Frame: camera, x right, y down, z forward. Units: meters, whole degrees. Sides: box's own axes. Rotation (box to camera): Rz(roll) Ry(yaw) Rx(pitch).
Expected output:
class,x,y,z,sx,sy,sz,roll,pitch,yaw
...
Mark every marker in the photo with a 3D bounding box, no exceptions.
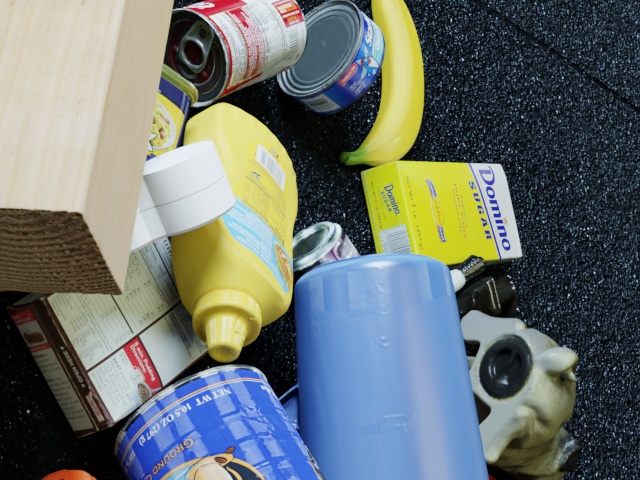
class,x,y,z,sx,sy,sz,roll,pitch,yaw
marker,0.092,0.046,0.880,0.121,0.020,0.020,-33,104,-25

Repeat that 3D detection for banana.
class,x,y,z,sx,sy,sz,roll,pitch,yaw
banana,0.062,-0.139,0.931,0.069,0.037,0.197,34,54,-38

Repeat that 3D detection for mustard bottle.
class,x,y,z,sx,sy,sz,roll,pitch,yaw
mustard bottle,-0.055,0.001,0.687,0.096,0.058,0.191,51,25,-35

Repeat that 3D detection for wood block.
class,x,y,z,sx,sy,sz,roll,pitch,yaw
wood block,-0.138,-0.084,0.553,0.091,0.090,0.206,81,12,-63

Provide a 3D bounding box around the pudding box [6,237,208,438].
class,x,y,z,sx,sy,sz,roll,pitch,yaw
pudding box,-0.122,0.052,0.651,0.113,0.039,0.090,-39,106,-51

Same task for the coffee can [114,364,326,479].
class,x,y,z,sx,sy,sz,roll,pitch,yaw
coffee can,-0.043,0.157,0.609,0.102,0.103,0.140,7,40,-48

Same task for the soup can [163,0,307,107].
class,x,y,z,sx,sy,sz,roll,pitch,yaw
soup can,-0.063,-0.141,0.761,0.102,0.069,0.068,-33,103,-50

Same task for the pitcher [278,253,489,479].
class,x,y,z,sx,sy,sz,roll,pitch,yaw
pitcher,0.035,0.137,0.694,0.149,0.145,0.243,9,70,-43

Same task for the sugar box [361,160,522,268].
class,x,y,z,sx,sy,sz,roll,pitch,yaw
sugar box,0.112,-0.021,0.941,0.175,0.048,0.093,-5,82,-49

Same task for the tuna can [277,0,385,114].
class,x,y,z,sx,sy,sz,roll,pitch,yaw
tuna can,0.008,-0.142,0.831,0.033,0.086,0.086,31,55,-41
